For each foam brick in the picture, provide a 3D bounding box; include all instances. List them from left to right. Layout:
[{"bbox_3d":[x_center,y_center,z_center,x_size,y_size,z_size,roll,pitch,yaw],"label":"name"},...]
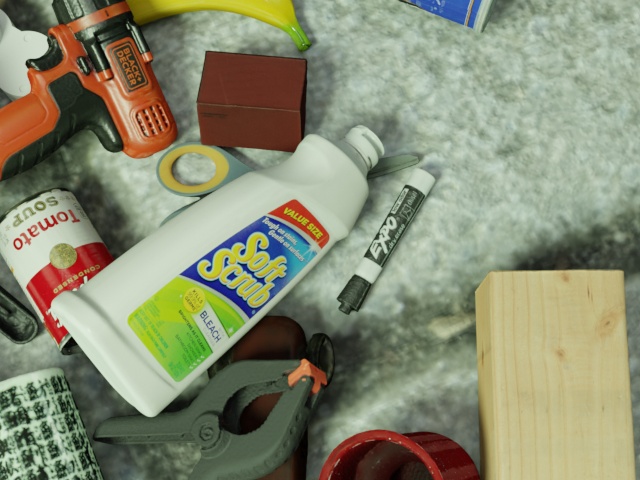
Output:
[{"bbox_3d":[-0.049,-0.102,0.788,0.078,0.053,0.051,6,59,2],"label":"foam brick"}]

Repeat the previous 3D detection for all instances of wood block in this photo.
[{"bbox_3d":[0.155,0.129,0.719,0.090,0.091,0.206,0,78,2],"label":"wood block"}]

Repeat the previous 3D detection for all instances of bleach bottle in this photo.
[{"bbox_3d":[-0.055,0.001,0.731,0.250,0.102,0.068,-42,35,-19],"label":"bleach bottle"}]

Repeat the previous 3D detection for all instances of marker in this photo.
[{"bbox_3d":[0.047,0.001,0.787,0.020,0.020,0.121,30,80,8],"label":"marker"}]

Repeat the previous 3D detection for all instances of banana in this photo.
[{"bbox_3d":[-0.106,-0.181,0.822,0.198,0.037,0.069,-1,76,1],"label":"banana"}]

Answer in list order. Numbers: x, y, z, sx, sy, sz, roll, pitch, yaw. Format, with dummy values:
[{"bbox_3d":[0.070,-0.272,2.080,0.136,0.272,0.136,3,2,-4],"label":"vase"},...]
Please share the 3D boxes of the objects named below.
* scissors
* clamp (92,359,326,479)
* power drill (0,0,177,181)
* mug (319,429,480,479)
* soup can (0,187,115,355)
[{"bbox_3d":[-0.036,-0.055,0.803,0.201,0.016,0.096,-27,78,-4],"label":"scissors"},{"bbox_3d":[-0.068,0.142,0.703,0.172,0.039,0.120,-29,65,15],"label":"clamp"},{"bbox_3d":[-0.210,-0.118,0.750,0.187,0.057,0.184,-29,102,-24],"label":"power drill"},{"bbox_3d":[0.064,0.178,0.701,0.093,0.081,0.117,-48,65,17],"label":"mug"},{"bbox_3d":[-0.182,0.021,0.765,0.068,0.068,0.102,-33,78,-6],"label":"soup can"}]
